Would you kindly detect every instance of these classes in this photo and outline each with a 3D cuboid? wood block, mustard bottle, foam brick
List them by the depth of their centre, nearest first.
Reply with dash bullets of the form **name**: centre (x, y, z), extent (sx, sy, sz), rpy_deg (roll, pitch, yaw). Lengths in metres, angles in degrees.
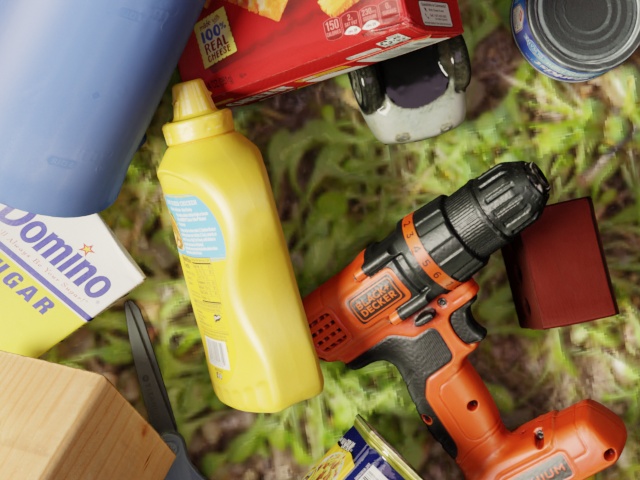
- **wood block**: centre (-0.177, 0.172, 0.564), extent (0.091, 0.090, 0.206), rpy_deg (7, 54, 32)
- **mustard bottle**: centre (-0.054, 0.001, 0.626), extent (0.058, 0.096, 0.191), rpy_deg (-19, 101, -23)
- **foam brick**: centre (0.150, 0.016, 0.688), extent (0.051, 0.053, 0.078), rpy_deg (-14, 89, -8)

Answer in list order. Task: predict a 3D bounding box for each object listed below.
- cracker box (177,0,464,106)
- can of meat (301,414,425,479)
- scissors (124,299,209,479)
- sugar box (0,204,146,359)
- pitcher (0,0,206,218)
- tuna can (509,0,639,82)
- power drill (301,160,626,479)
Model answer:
- **cracker box**: centre (-0.023, -0.200, 0.621), extent (0.164, 0.071, 0.214), rpy_deg (-12, 91, 35)
- **can of meat**: centre (0.018, 0.158, 0.642), extent (0.057, 0.102, 0.084), rpy_deg (45, 86, -3)
- **scissors**: centre (-0.074, 0.136, 0.664), extent (0.096, 0.016, 0.202), rpy_deg (-2, 83, 1)
- **sugar box**: centre (-0.203, 0.039, 0.646), extent (0.176, 0.048, 0.093), rpy_deg (-38, 93, -6)
- **pitcher**: centre (-0.128, -0.141, 0.560), extent (0.145, 0.149, 0.243), rpy_deg (29, 116, -7)
- **tuna can**: centre (0.171, -0.150, 0.705), extent (0.086, 0.034, 0.086), rpy_deg (0, 88, -7)
- **power drill**: centre (0.100, 0.065, 0.646), extent (0.185, 0.057, 0.187), rpy_deg (-36, 94, 27)
